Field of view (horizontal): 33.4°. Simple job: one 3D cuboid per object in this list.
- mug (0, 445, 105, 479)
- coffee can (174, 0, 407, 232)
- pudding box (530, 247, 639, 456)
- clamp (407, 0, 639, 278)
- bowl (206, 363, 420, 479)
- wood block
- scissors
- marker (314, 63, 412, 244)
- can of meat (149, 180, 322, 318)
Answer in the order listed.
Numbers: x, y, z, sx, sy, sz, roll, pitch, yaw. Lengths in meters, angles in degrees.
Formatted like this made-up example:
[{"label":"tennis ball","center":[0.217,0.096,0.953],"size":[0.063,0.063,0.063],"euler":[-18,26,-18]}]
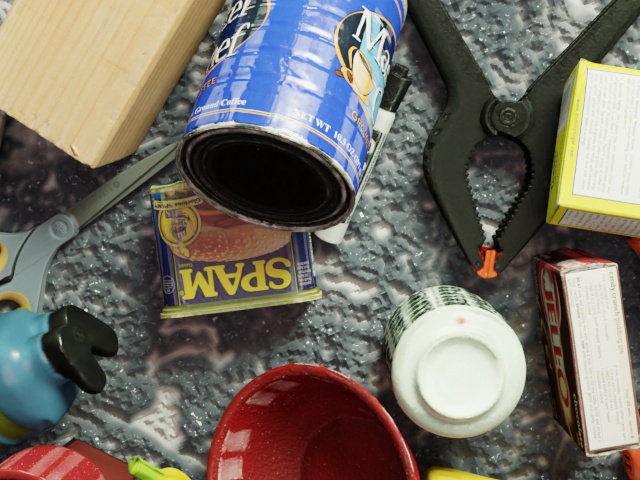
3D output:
[{"label":"mug","center":[-0.178,0.177,0.627],"size":[0.093,0.081,0.117],"euler":[45,95,-1]},{"label":"coffee can","center":[-0.014,-0.090,0.613],"size":[0.103,0.103,0.140],"euler":[15,62,1]},{"label":"pudding box","center":[0.161,0.065,0.653],"size":[0.039,0.090,0.113],"euler":[-11,94,2]},{"label":"clamp","center":[0.106,-0.084,0.671],"size":[0.164,0.036,0.210],"euler":[13,95,2]},{"label":"bowl","center":[0.006,0.156,0.663],"size":[0.162,0.055,0.162],"euler":[-2,86,36]},{"label":"wood block","center":[-0.108,-0.156,0.632],"size":[0.091,0.090,0.206],"euler":[34,104,0]},{"label":"scissors","center":[-0.169,0.012,0.700],"size":[0.202,0.016,0.096],"euler":[-19,95,4]},{"label":"marker","center":[0.027,-0.054,0.672],"size":[0.020,0.020,0.121],"euler":[24,108,0]},{"label":"can of meat","center":[-0.054,0.001,0.674],"size":[0.102,0.057,0.084],"euler":[-7,91,2]}]
